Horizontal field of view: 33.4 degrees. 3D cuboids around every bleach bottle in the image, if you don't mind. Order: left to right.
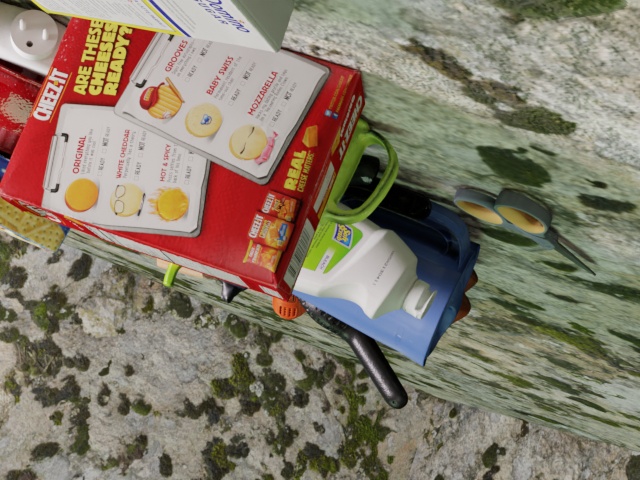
[{"bbox_3d":[-0.018,0.005,0.947,0.251,0.102,0.068,28,175,13],"label":"bleach bottle"}]

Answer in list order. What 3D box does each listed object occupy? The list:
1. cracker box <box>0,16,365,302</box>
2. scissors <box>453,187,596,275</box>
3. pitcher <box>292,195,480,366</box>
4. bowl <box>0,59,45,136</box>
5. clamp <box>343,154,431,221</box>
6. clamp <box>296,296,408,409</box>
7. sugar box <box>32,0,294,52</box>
[{"bbox_3d":[-0.094,-0.067,0.762,0.214,0.164,0.072,18,168,11],"label":"cracker box"},{"bbox_3d":[0.185,-0.008,0.968,0.096,0.016,0.201,17,170,29],"label":"scissors"},{"bbox_3d":[0.031,0.010,1.070,0.243,0.149,0.145,25,-179,12],"label":"pitcher"},{"bbox_3d":[-0.263,-0.129,0.949,0.162,0.055,0.162,25,-171,-4],"label":"bowl"},{"bbox_3d":[0.008,-0.063,0.955,0.172,0.039,0.120,16,166,25],"label":"clamp"},{"bbox_3d":[0.040,0.088,1.244,0.210,0.036,0.164,44,-155,1],"label":"clamp"},{"bbox_3d":[-0.110,-0.161,0.627,0.176,0.048,0.093,12,168,23],"label":"sugar box"}]
